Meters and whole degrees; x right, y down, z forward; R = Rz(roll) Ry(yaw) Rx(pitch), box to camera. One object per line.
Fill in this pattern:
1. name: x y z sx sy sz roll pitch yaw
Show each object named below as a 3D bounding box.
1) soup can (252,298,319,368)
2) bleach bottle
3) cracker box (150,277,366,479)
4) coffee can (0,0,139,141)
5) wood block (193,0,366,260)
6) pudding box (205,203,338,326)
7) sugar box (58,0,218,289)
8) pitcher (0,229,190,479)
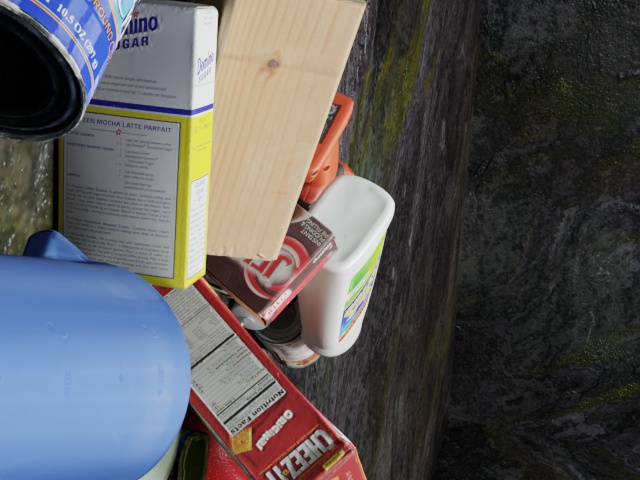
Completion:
1. soup can: -0.035 0.095 1.174 0.102 0.068 0.068 64 36 -66
2. bleach bottle: 0.019 0.044 1.049 0.102 0.068 0.251 -54 164 -24
3. cracker box: -0.055 0.124 0.810 0.072 0.214 0.164 -40 154 -11
4. coffee can: -0.137 -0.134 0.521 0.103 0.103 0.140 79 24 -54
5. wood block: -0.051 -0.096 0.743 0.090 0.090 0.206 -112 -144 -50
6. pudding box: -0.056 0.001 0.871 0.090 0.114 0.039 -47 157 -12
7. sugar box: -0.117 -0.064 0.675 0.048 0.093 0.176 -39 136 -71
8. pitcher: -0.162 0.075 0.491 0.145 0.149 0.242 -57 163 3
